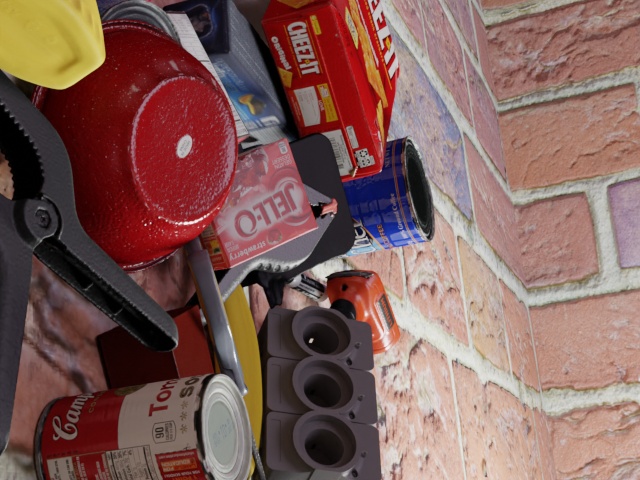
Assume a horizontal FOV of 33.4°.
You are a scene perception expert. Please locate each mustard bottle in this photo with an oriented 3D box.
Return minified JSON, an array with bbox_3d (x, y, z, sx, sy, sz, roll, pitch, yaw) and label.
[{"bbox_3d":[-0.169,-0.179,0.596,0.096,0.058,0.191,37,30,-48],"label":"mustard bottle"}]

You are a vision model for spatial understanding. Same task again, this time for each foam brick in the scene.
[{"bbox_3d":[-0.102,0.087,0.686,0.053,0.051,0.078,-24,102,-71],"label":"foam brick"}]

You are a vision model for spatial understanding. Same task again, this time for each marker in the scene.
[{"bbox_3d":[-0.020,0.040,1.024,0.121,0.020,0.020,32,49,-66],"label":"marker"}]

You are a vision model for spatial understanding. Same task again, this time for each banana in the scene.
[{"bbox_3d":[-0.068,0.111,0.801,0.069,0.037,0.198,59,26,-51],"label":"banana"}]

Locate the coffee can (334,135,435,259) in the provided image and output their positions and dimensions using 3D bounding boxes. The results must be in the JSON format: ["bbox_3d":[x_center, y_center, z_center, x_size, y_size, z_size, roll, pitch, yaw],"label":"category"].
[{"bbox_3d":[0.029,-0.036,1.020,0.102,0.140,0.103,-11,90,-72],"label":"coffee can"}]

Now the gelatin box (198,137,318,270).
[{"bbox_3d":[-0.051,-0.027,0.777,0.089,0.030,0.073,-24,98,-37],"label":"gelatin box"}]

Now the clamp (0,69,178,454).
[{"bbox_3d":[-0.162,0.000,0.561,0.164,0.036,0.210,-43,113,-57],"label":"clamp"}]

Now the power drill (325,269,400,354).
[{"bbox_3d":[0.028,0.134,1.020,0.187,0.057,0.184,-69,147,-47],"label":"power drill"}]

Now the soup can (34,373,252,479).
[{"bbox_3d":[-0.098,0.114,0.598,0.068,0.102,0.068,-11,90,-72],"label":"soup can"}]

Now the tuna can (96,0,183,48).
[{"bbox_3d":[-0.130,-0.114,0.697,0.085,0.034,0.086,-19,114,-50],"label":"tuna can"}]

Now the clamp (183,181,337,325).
[{"bbox_3d":[-0.055,0.001,0.815,0.171,0.039,0.120,-5,94,-39],"label":"clamp"}]

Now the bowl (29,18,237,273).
[{"bbox_3d":[-0.102,-0.057,0.664,0.161,0.055,0.162,-9,101,-50],"label":"bowl"}]

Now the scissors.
[{"bbox_3d":[-0.066,0.083,0.752,0.096,0.016,0.202,-117,-167,-54],"label":"scissors"}]

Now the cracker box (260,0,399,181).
[{"bbox_3d":[0.017,-0.175,0.986,0.213,0.072,0.164,-75,151,-56],"label":"cracker box"}]
